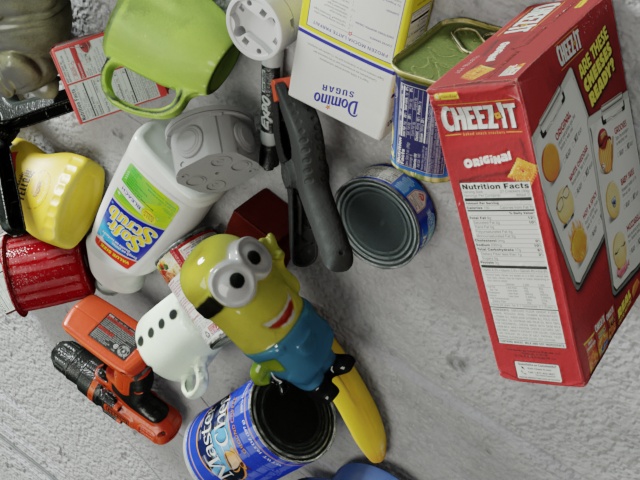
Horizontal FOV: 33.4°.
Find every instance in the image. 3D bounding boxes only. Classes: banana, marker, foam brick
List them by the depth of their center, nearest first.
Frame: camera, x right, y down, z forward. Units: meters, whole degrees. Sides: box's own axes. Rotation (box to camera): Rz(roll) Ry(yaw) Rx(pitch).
[{"bbox_3d":[-0.043,-0.113,0.928,0.020,0.020,0.121,23,130,25],"label":"marker"},{"bbox_3d":[-0.057,0.001,0.993,0.053,0.051,0.078,38,135,13],"label":"foam brick"},{"bbox_3d":[0.014,0.133,1.040,0.198,0.037,0.070,55,165,-1],"label":"banana"}]

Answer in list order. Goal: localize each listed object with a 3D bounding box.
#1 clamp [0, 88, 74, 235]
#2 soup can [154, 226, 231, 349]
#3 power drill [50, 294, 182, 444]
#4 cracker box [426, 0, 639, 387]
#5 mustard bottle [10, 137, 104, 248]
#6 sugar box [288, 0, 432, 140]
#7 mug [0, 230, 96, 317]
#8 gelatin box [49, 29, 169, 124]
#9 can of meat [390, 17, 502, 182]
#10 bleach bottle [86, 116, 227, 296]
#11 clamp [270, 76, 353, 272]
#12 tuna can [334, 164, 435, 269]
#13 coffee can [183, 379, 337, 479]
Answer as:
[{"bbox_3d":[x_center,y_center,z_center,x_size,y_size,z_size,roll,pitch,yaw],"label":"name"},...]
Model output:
[{"bbox_3d":[-0.335,-0.105,1.106,0.210,0.036,0.164,22,86,33],"label":"clamp"},{"bbox_3d":[-0.106,0.046,1.038,0.102,0.068,0.069,56,137,9],"label":"soup can"},{"bbox_3d":[-0.237,0.137,1.195,0.184,0.057,0.188,30,151,15],"label":"power drill"},{"bbox_3d":[0.156,-0.035,0.719,0.072,0.164,0.213,0,118,36],"label":"cracker box"},{"bbox_3d":[-0.322,-0.060,1.139,0.192,0.058,0.096,17,85,31],"label":"mustard bottle"},{"bbox_3d":[0.034,-0.172,0.811,0.093,0.048,0.176,30,136,19],"label":"sugar box"},{"bbox_3d":[-0.295,0.020,1.164,0.093,0.081,0.117,82,176,-57],"label":"mug"},{"bbox_3d":[-0.192,-0.156,0.976,0.089,0.030,0.073,-19,111,-1],"label":"gelatin box"},{"bbox_3d":[0.092,-0.101,0.772,0.058,0.101,0.084,21,131,25],"label":"can of meat"},{"bbox_3d":[-0.175,-0.013,1.072,0.102,0.068,0.251,44,138,6],"label":"bleach bottle"},{"bbox_3d":[-0.015,-0.051,0.911,0.120,0.039,0.171,157,103,-67],"label":"clamp"},{"bbox_3d":[0.054,-0.021,0.903,0.086,0.033,0.086,20,129,27],"label":"tuna can"},{"bbox_3d":[-0.064,0.198,1.093,0.103,0.102,0.141,51,136,-1],"label":"coffee can"}]
